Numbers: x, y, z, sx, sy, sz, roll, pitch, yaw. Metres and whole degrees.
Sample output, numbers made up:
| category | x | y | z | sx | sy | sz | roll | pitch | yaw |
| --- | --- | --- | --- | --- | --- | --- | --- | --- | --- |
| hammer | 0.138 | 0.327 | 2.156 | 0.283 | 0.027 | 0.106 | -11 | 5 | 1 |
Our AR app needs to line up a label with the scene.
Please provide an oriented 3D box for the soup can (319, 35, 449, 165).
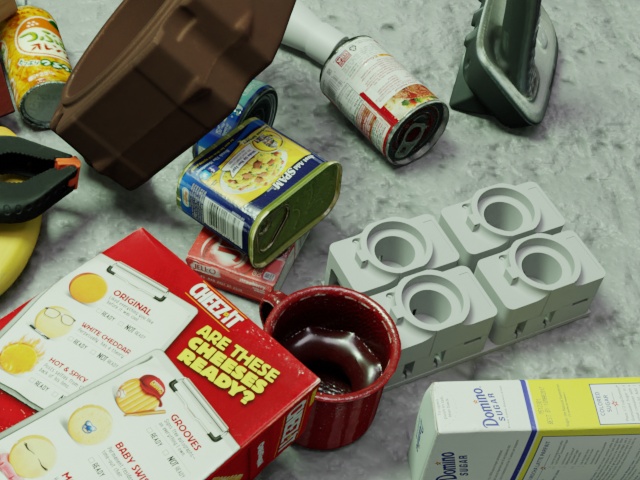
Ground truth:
| category | x | y | z | sx | sy | sz | roll | pitch | yaw |
| --- | --- | --- | --- | --- | --- | --- | --- | --- | --- |
| soup can | 0.054 | -0.123 | 0.929 | 0.068 | 0.068 | 0.102 | -26 | 58 | -25 |

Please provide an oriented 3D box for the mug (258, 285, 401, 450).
| category | x | y | z | sx | sy | sz | roll | pitch | yaw |
| --- | --- | --- | --- | --- | --- | --- | --- | --- | --- |
| mug | -0.004 | 0.084 | 0.742 | 0.093 | 0.081 | 0.117 | -33 | 61 | -28 |

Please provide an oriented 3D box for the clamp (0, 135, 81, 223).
| category | x | y | z | sx | sy | sz | roll | pitch | yaw |
| --- | --- | --- | --- | --- | --- | --- | --- | --- | --- |
| clamp | -0.268 | -0.050 | 0.794 | 0.171 | 0.039 | 0.120 | -14 | 63 | -34 |

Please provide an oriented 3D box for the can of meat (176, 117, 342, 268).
| category | x | y | z | sx | sy | sz | roll | pitch | yaw |
| --- | --- | --- | --- | --- | --- | --- | --- | --- | --- |
| can of meat | -0.048 | -0.040 | 0.816 | 0.084 | 0.057 | 0.102 | 33 | 54 | 24 |

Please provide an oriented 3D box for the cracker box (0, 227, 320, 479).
| category | x | y | z | sx | sy | sz | roll | pitch | yaw |
| --- | --- | --- | --- | --- | --- | --- | --- | --- | --- |
| cracker box | -0.133 | 0.111 | 0.636 | 0.164 | 0.072 | 0.213 | 39 | 54 | 20 |

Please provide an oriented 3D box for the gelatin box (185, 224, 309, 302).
| category | x | y | z | sx | sy | sz | roll | pitch | yaw |
| --- | --- | --- | --- | --- | --- | --- | --- | --- | --- |
| gelatin box | -0.056 | 0.001 | 0.838 | 0.073 | 0.030 | 0.089 | 19 | 51 | 9 |

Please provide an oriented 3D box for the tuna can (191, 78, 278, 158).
| category | x | y | z | sx | sy | sz | roll | pitch | yaw |
| --- | --- | --- | --- | --- | --- | --- | --- | --- | --- |
| tuna can | -0.069 | -0.094 | 0.879 | 0.034 | 0.086 | 0.086 | 26 | 53 | 12 |

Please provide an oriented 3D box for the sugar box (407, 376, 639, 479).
| category | x | y | z | sx | sy | sz | roll | pitch | yaw |
| --- | --- | --- | --- | --- | --- | --- | --- | --- | --- |
| sugar box | 0.152 | 0.131 | 0.714 | 0.176 | 0.093 | 0.048 | 2 | 50 | -6 |

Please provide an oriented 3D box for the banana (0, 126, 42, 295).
| category | x | y | z | sx | sy | sz | roll | pitch | yaw |
| --- | --- | --- | --- | --- | --- | --- | --- | --- | --- |
| banana | -0.250 | -0.016 | 0.825 | 0.069 | 0.037 | 0.197 | 10 | 50 | -2 |
